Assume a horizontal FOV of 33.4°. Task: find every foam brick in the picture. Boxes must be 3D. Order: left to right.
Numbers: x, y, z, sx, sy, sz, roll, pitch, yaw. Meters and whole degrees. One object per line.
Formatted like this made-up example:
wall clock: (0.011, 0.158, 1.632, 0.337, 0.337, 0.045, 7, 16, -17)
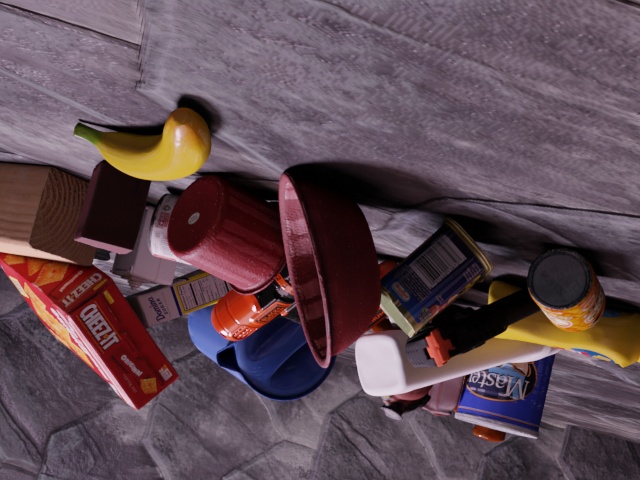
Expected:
foam brick: (-0.202, -0.030, 1.038, 0.053, 0.078, 0.051, 18, 169, -19)

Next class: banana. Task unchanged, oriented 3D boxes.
banana: (-0.125, -0.070, 0.811, 0.069, 0.037, 0.198, 20, 169, -33)

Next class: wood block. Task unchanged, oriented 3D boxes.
wood block: (-0.346, -0.033, 1.206, 0.206, 0.090, 0.090, 7, 169, 38)

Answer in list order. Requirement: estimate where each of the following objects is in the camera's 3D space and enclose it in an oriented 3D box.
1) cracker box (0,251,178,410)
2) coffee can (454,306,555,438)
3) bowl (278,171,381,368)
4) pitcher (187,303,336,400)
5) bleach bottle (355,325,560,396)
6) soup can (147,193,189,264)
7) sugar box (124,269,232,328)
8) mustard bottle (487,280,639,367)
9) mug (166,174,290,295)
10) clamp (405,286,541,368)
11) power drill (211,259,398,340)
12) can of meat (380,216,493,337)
cracker box: (-0.277, 0.088, 1.254, 0.214, 0.072, 0.164, 27, 152, 50)
coffee can: (0.230, 0.161, 1.305, 0.103, 0.140, 0.103, 14, 171, 2)
bowl: (0.010, 0.019, 0.867, 0.055, 0.162, 0.162, -12, 175, -10)
pitcher: (-0.075, 0.115, 1.367, 0.149, 0.145, 0.243, 35, 170, -22)
bleach bottle: (0.171, 0.117, 1.176, 0.250, 0.068, 0.103, -7, 175, -27)
soup can: (-0.116, -0.005, 1.084, 0.102, 0.068, 0.068, 13, 171, 10)
sugar box: (-0.142, 0.057, 1.280, 0.176, 0.048, 0.093, -23, -175, -20)
mustard bottle: (0.262, 0.088, 1.082, 0.192, 0.058, 0.096, 12, 180, 9)
mug: (-0.087, -0.015, 0.969, 0.081, 0.093, 0.117, 28, -159, -38)
clamp: (0.138, 0.076, 0.955, 0.165, 0.036, 0.209, -25, 175, 13)
power drill: (0.006, 0.045, 1.086, 0.185, 0.057, 0.187, -37, 149, 31)
can of meat: (0.091, 0.034, 0.897, 0.057, 0.084, 0.102, 49, 175, 9)
